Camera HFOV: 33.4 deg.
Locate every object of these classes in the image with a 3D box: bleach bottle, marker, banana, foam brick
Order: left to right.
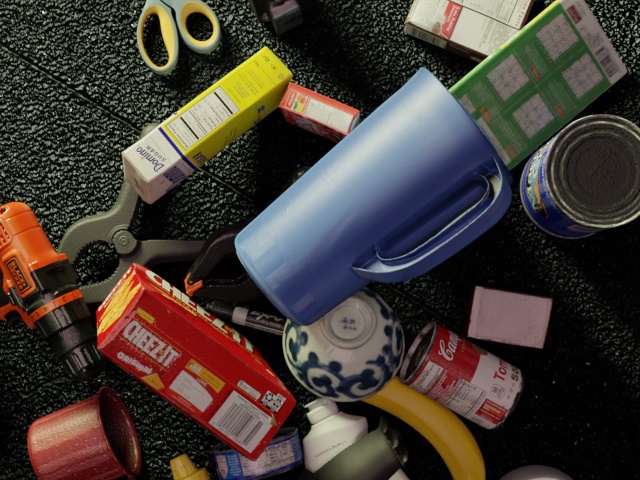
[{"bbox_3d":[-0.057,0.083,1.076,0.121,0.020,0.020,15,87,3],"label":"marker"},{"bbox_3d":[0.062,0.264,1.040,0.102,0.068,0.251,-28,84,2],"label":"bleach bottle"},{"bbox_3d":[0.100,0.187,1.055,0.069,0.037,0.198,-42,86,-3],"label":"banana"},{"bbox_3d":[0.183,0.076,1.052,0.078,0.053,0.051,9,87,3],"label":"foam brick"}]

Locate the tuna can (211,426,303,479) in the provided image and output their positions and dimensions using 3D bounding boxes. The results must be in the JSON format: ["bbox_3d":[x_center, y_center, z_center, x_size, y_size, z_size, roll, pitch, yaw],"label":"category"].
[{"bbox_3d":[-0.060,0.208,1.035,0.086,0.086,0.034,-13,88,1],"label":"tuna can"}]

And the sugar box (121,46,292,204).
[{"bbox_3d":[-0.110,-0.109,1.035,0.176,0.093,0.048,-42,87,-13],"label":"sugar box"}]

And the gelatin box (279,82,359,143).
[{"bbox_3d":[0.000,-0.122,1.051,0.073,0.089,0.030,24,88,3],"label":"gelatin box"}]

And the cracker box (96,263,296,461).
[{"bbox_3d":[-0.118,0.100,0.964,0.164,0.214,0.072,38,87,-12],"label":"cracker box"}]

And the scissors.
[{"bbox_3d":[-0.154,-0.272,1.103,0.096,0.016,0.202,-3,86,0],"label":"scissors"}]

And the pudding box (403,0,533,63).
[{"bbox_3d":[0.152,-0.235,1.079,0.113,0.039,0.090,23,88,1],"label":"pudding box"}]

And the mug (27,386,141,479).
[{"bbox_3d":[-0.227,0.209,1.047,0.081,0.093,0.117,-22,123,5],"label":"mug"}]

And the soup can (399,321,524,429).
[{"bbox_3d":[0.137,0.132,1.036,0.102,0.068,0.068,29,88,-5],"label":"soup can"}]

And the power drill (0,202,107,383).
[{"bbox_3d":[-0.300,0.079,1.025,0.188,0.057,0.184,-31,85,30],"label":"power drill"}]

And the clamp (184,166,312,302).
[{"bbox_3d":[-0.057,0.001,1.049,0.171,0.039,0.120,-17,97,-8],"label":"clamp"}]

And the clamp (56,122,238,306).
[{"bbox_3d":[-0.197,-0.009,1.077,0.210,0.036,0.164,-31,85,-4],"label":"clamp"}]

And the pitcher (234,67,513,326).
[{"bbox_3d":[0.048,-0.028,0.965,0.243,0.149,0.145,-39,91,5],"label":"pitcher"}]

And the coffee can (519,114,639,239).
[{"bbox_3d":[0.252,-0.057,1.013,0.103,0.140,0.103,0,86,2],"label":"coffee can"}]
